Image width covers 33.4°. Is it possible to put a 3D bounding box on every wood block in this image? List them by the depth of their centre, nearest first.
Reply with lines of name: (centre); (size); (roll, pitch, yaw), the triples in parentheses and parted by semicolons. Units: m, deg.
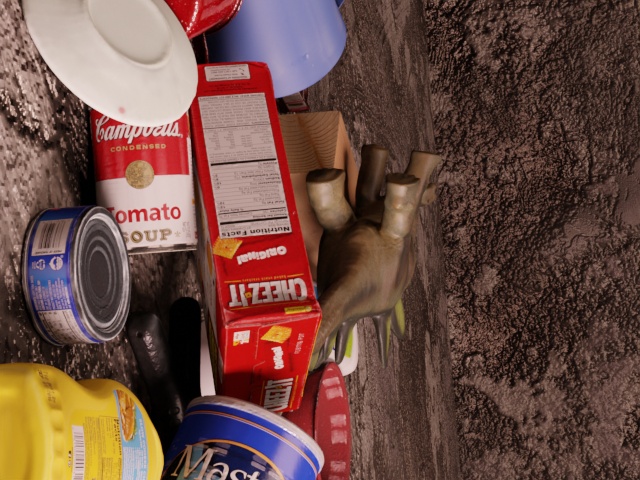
wood block: (-0.002, -0.039, 1.200); (0.206, 0.090, 0.090); (71, 20, -49)

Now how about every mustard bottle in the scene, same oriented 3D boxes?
mustard bottle: (-0.136, 0.126, 0.612); (0.191, 0.058, 0.096); (41, 44, -72)

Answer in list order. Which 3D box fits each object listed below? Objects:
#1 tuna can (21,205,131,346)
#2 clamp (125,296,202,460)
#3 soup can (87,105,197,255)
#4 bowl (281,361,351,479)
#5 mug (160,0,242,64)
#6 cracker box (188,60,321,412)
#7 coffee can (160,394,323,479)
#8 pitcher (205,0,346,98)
tuna can: (-0.147, 0.021, 0.655); (0.086, 0.034, 0.086); (-5, 90, -77)
clamp: (-0.105, 0.123, 0.806); (0.120, 0.039, 0.171); (-38, 122, -71)
soup can: (-0.120, -0.042, 0.724); (0.068, 0.068, 0.102); (-4, 90, -77)
bowl: (-0.010, 0.212, 1.146); (0.162, 0.055, 0.162); (-3, 90, -77)
mug: (-0.108, -0.174, 0.778); (0.081, 0.093, 0.117); (-56, 138, -63)
cracker box: (-0.055, 0.001, 0.788); (0.164, 0.072, 0.214); (100, -20, -59)
coffee can: (-0.069, 0.189, 0.706); (0.103, 0.103, 0.140); (70, 37, -50)
pitcher: (-0.057, -0.250, 0.887); (0.243, 0.145, 0.149); (70, 23, -53)
